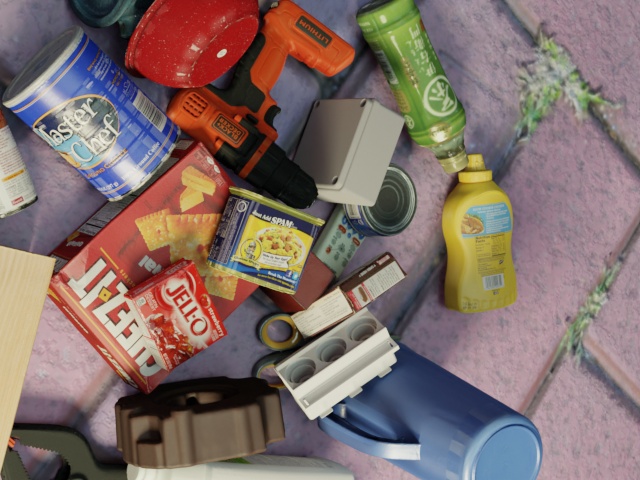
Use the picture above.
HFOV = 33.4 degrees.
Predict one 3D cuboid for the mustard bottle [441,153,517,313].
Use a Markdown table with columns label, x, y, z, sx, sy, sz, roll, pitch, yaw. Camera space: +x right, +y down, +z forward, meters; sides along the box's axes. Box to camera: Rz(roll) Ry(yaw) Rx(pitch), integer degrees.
| label | x | y | z | sx | sy | sz | roll | pitch | yaw |
| --- | --- | --- | --- | --- | --- | --- | --- | --- | --- |
| mustard bottle | 0.194 | -0.011 | 1.316 | 0.096 | 0.058 | 0.191 | -8 | 99 | -29 |

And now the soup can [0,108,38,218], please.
| label | x | y | z | sx | sy | sz | roll | pitch | yaw |
| --- | --- | --- | --- | --- | --- | --- | --- | --- | --- |
| soup can | -0.314 | -0.074 | 0.998 | 0.068 | 0.069 | 0.102 | -27 | 108 | -27 |

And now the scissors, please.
| label | x | y | z | sx | sy | sz | roll | pitch | yaw |
| --- | --- | --- | --- | --- | --- | --- | --- | --- | --- |
| scissors | 0.004 | 0.109 | 1.237 | 0.201 | 0.016 | 0.096 | -22 | 105 | -28 |

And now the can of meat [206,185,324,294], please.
| label | x | y | z | sx | sy | sz | roll | pitch | yaw |
| --- | --- | --- | --- | --- | --- | --- | --- | --- | --- |
| can of meat | -0.057 | 0.001 | 1.080 | 0.102 | 0.058 | 0.084 | 21 | 88 | -31 |

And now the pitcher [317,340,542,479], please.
| label | x | y | z | sx | sy | sz | roll | pitch | yaw |
| --- | --- | --- | --- | --- | --- | --- | --- | --- | --- |
| pitcher | 0.119 | 0.208 | 1.181 | 0.149 | 0.243 | 0.145 | -50 | 121 | -12 |

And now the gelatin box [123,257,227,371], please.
| label | x | y | z | sx | sy | sz | roll | pitch | yaw |
| --- | --- | --- | --- | --- | --- | --- | --- | --- | --- |
| gelatin box | -0.142 | 0.073 | 1.053 | 0.073 | 0.030 | 0.089 | -32 | 113 | -24 |

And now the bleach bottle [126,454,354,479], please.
| label | x | y | z | sx | sy | sz | roll | pitch | yaw |
| --- | --- | --- | --- | --- | --- | --- | --- | --- | --- |
| bleach bottle | -0.090 | 0.255 | 1.137 | 0.250 | 0.103 | 0.068 | 15 | 81 | -33 |

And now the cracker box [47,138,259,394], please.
| label | x | y | z | sx | sy | sz | roll | pitch | yaw |
| --- | --- | --- | --- | --- | --- | --- | --- | --- | --- |
| cracker box | -0.160 | 0.024 | 1.097 | 0.213 | 0.072 | 0.164 | -45 | 115 | -20 |

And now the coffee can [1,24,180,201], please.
| label | x | y | z | sx | sy | sz | roll | pitch | yaw |
| --- | --- | --- | --- | --- | --- | --- | --- | --- | --- |
| coffee can | -0.220 | -0.122 | 1.030 | 0.140 | 0.103 | 0.102 | 45 | 72 | -26 |

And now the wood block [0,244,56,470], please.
| label | x | y | z | sx | sy | sz | roll | pitch | yaw |
| --- | --- | --- | --- | --- | --- | --- | --- | --- | --- |
| wood block | -0.326 | 0.103 | 0.993 | 0.090 | 0.090 | 0.206 | 16 | 86 | -31 |

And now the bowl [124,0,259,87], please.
| label | x | y | z | sx | sy | sz | roll | pitch | yaw |
| --- | --- | --- | --- | --- | --- | --- | --- | --- | --- |
| bowl | -0.111 | -0.201 | 1.037 | 0.162 | 0.162 | 0.055 | -40 | 80 | -22 |

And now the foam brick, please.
| label | x | y | z | sx | sy | sz | roll | pitch | yaw |
| --- | --- | --- | --- | --- | --- | --- | --- | --- | --- |
| foam brick | -0.029 | 0.043 | 1.168 | 0.051 | 0.078 | 0.053 | 46 | 71 | -11 |

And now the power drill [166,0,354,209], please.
| label | x | y | z | sx | sy | sz | roll | pitch | yaw |
| --- | --- | --- | --- | --- | --- | --- | --- | --- | --- |
| power drill | -0.043 | -0.148 | 1.136 | 0.184 | 0.057 | 0.187 | 37 | 71 | -8 |

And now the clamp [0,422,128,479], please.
| label | x | y | z | sx | sy | sz | roll | pitch | yaw |
| --- | --- | --- | --- | --- | --- | --- | --- | --- | --- |
| clamp | -0.245 | 0.245 | 1.085 | 0.164 | 0.036 | 0.210 | -46 | 119 | -21 |

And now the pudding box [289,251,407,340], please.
| label | x | y | z | sx | sy | sz | roll | pitch | yaw |
| --- | --- | --- | --- | --- | --- | --- | --- | --- | --- |
| pudding box | 0.030 | 0.062 | 1.183 | 0.089 | 0.114 | 0.039 | -33 | 87 | -37 |

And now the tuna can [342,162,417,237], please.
| label | x | y | z | sx | sy | sz | roll | pitch | yaw |
| --- | --- | --- | --- | --- | --- | --- | --- | --- | --- |
| tuna can | 0.069 | -0.046 | 1.218 | 0.085 | 0.034 | 0.086 | 0 | 89 | -34 |
